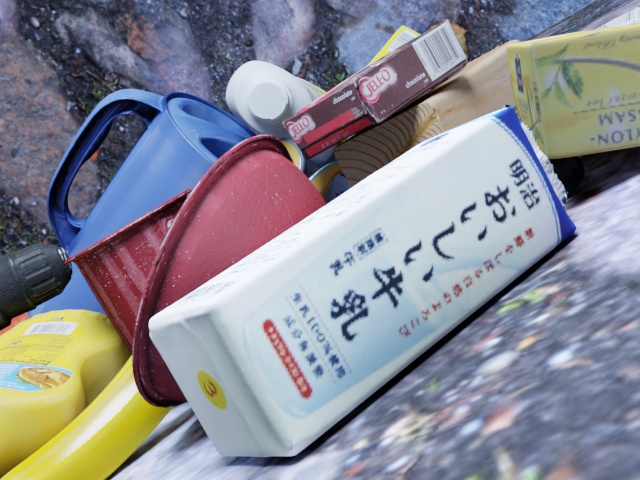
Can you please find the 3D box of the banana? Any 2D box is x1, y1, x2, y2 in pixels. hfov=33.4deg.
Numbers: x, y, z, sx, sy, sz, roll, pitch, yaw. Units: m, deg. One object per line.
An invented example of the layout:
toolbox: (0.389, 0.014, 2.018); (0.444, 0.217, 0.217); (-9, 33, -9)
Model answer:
banana: (-0.116, 0.090, 0.605); (0.037, 0.069, 0.197); (21, 66, 39)

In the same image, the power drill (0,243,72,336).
power drill: (-0.260, 0.070, 0.796); (0.184, 0.057, 0.188); (-24, -15, -9)

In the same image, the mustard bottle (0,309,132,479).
mustard bottle: (-0.185, 0.098, 0.647); (0.096, 0.058, 0.191); (-1, 15, 11)

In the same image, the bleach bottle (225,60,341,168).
bleach bottle: (-0.023, -0.107, 0.914); (0.068, 0.102, 0.250); (-58, -1, 6)

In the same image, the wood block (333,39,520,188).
wood block: (0.107, -0.081, 0.841); (0.091, 0.090, 0.205); (-25, 8, 35)

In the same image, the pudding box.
pudding box: (0.040, -0.108, 0.768); (0.113, 0.039, 0.090); (-35, 9, -37)

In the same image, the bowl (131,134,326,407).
bowl: (-0.034, 0.027, 0.580); (0.162, 0.055, 0.162); (-54, -21, -34)

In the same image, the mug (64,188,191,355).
mug: (-0.095, 0.020, 0.680); (0.117, 0.081, 0.093); (-25, 8, 38)

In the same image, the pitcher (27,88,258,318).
pitcher: (-0.150, -0.002, 0.902); (0.243, 0.149, 0.144); (-49, -24, 18)
